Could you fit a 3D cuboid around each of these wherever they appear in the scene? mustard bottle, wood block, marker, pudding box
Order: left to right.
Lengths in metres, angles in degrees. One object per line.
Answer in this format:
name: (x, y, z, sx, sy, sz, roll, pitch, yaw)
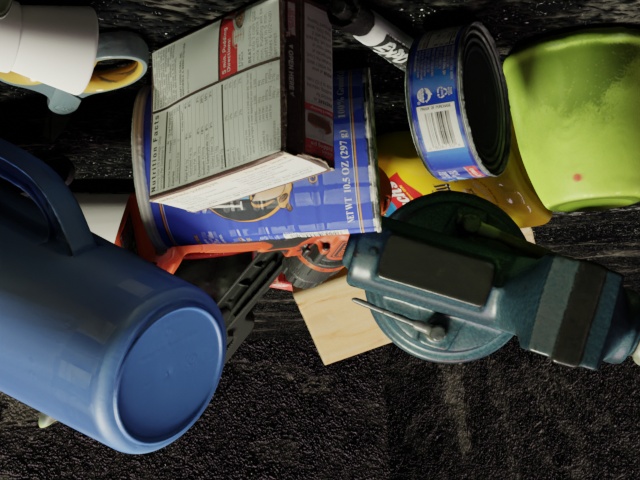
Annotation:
pudding box: (-0.044, -0.070, 0.563, 0.039, 0.090, 0.114, 11, 162, -43)
marker: (0.036, -0.109, 0.579, 0.020, 0.020, 0.121, -8, 170, 26)
wood block: (0.082, 0.019, 0.944, 0.206, 0.091, 0.090, -19, 126, 5)
mustard bottle: (0.079, -0.043, 0.825, 0.192, 0.058, 0.096, -9, 131, 39)

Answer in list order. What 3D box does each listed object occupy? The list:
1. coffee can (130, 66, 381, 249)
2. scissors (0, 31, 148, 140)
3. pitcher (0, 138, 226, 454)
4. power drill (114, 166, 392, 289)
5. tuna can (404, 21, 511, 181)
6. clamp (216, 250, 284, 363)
coffee can: (-0.036, -0.050, 0.660, 0.140, 0.103, 0.103, -4, 171, 5)
scissors: (-0.170, -0.090, 0.640, 0.096, 0.016, 0.202, 4, 168, -34)
pitcher: (-0.181, 0.035, 0.696, 0.243, 0.145, 0.149, 20, 163, 34)
power drill: (-0.055, 0.001, 0.797, 0.187, 0.057, 0.185, -9, 159, -20)
tuna can: (0.077, -0.076, 0.593, 0.034, 0.086, 0.086, -6, 171, 26)
clamp: (-0.092, 0.074, 0.966, 0.164, 0.036, 0.210, -34, 165, -10)
